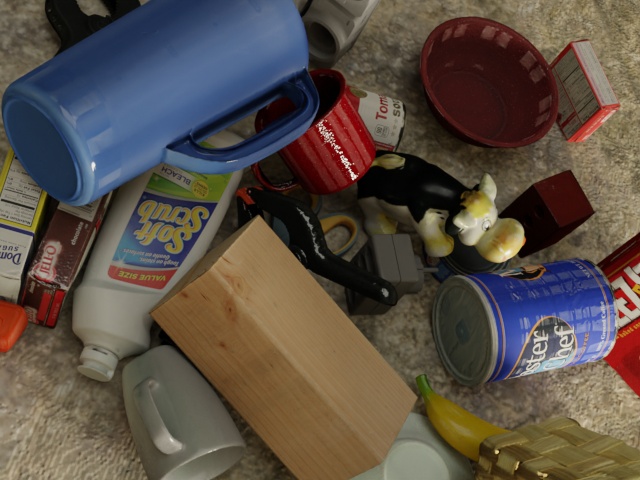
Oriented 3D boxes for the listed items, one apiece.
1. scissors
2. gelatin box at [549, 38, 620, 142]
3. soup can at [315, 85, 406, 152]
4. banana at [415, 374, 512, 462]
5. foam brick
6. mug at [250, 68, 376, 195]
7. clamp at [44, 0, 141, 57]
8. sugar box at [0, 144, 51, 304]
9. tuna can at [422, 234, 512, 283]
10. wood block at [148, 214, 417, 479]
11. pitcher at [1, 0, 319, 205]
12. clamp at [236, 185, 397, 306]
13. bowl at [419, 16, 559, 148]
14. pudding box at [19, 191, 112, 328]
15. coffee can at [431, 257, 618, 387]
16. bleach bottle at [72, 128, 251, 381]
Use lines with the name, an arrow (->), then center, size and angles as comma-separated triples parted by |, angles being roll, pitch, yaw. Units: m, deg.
scissors -> -0.057, 0.001, 0.997 | 0.201, 0.016, 0.096 | -18, 71, -27
gelatin box -> 0.283, -0.163, 1.169 | 0.030, 0.073, 0.089 | -12, 70, -25
soup can -> 0.026, -0.119, 1.056 | 0.102, 0.069, 0.068 | 14, 61, -14
banana -> 0.175, 0.180, 0.975 | 0.197, 0.037, 0.069 | 22, 59, -14
foam brick -> 0.227, -0.026, 1.079 | 0.051, 0.078, 0.053 | -20, 73, -29
mug -> -0.010, -0.089, 0.974 | 0.117, 0.081, 0.093 | -39, 36, -5
clamp -> -0.203, -0.192, 1.026 | 0.164, 0.036, 0.210 | 5, 61, -23
sugar box -> -0.251, -0.030, 0.896 | 0.048, 0.093, 0.176 | 14, 62, -14
tuna can -> 0.145, 0.008, 1.057 | 0.086, 0.034, 0.086 | 8, 62, -16
wood block -> -0.029, 0.096, 0.880 | 0.206, 0.090, 0.090 | 49, 39, -8
pitcher -> -0.126, -0.122, 0.873 | 0.242, 0.149, 0.145 | -38, 123, -34
clamp -> -0.011, 0.018, 0.944 | 0.171, 0.120, 0.039 | 63, 17, 4
bowl -> 0.170, -0.157, 1.135 | 0.162, 0.055, 0.162 | 8, 62, -16
pudding box -> -0.214, 0.006, 0.893 | 0.039, 0.090, 0.113 | 24, 59, -10
coffee can -> 0.190, 0.075, 1.000 | 0.140, 0.103, 0.103 | -8, 68, -24
bleach bottle -> -0.144, 0.008, 0.935 | 0.102, 0.068, 0.250 | 29, 62, -19
